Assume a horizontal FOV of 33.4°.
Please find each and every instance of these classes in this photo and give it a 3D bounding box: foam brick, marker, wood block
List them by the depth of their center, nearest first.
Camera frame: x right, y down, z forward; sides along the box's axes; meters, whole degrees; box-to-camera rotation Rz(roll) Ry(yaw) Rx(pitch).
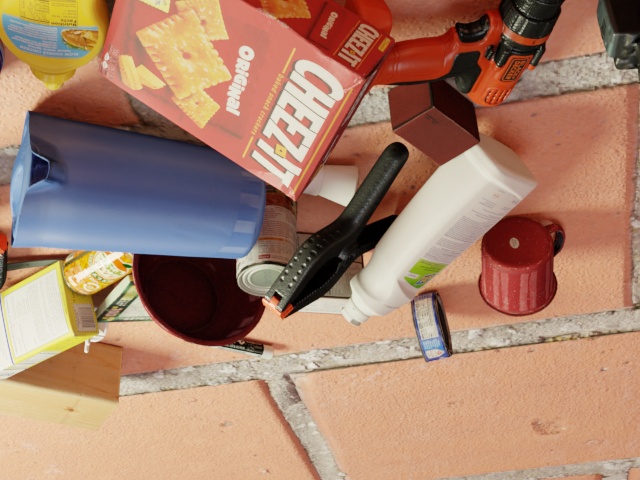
[{"bbox_3d":[0.111,-0.120,1.039,0.053,0.051,0.078,-29,138,31],"label":"foam brick"},{"bbox_3d":[-0.375,0.176,1.400,0.205,0.090,0.091,17,140,-25],"label":"wood block"},{"bbox_3d":[-0.120,0.139,1.425,0.121,0.020,0.020,14,142,-23],"label":"marker"}]

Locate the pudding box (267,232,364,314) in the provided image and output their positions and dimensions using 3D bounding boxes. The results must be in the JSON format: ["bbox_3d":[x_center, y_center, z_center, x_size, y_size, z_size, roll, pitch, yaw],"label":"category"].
[{"bbox_3d":[-0.006,0.038,1.225,0.113,0.090,0.039,3,144,-10],"label":"pudding box"}]

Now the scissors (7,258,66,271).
[{"bbox_3d":[-0.398,0.046,1.273,0.201,0.016,0.096,3,142,-7],"label":"scissors"}]

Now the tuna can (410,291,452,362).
[{"bbox_3d":[0.140,0.108,1.340,0.034,0.086,0.086,-14,144,12],"label":"tuna can"}]

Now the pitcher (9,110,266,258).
[{"bbox_3d":[-0.187,-0.047,1.074,0.242,0.149,0.145,7,127,-19],"label":"pitcher"}]

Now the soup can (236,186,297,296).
[{"bbox_3d":[-0.058,0.001,1.158,0.068,0.102,0.068,-2,146,-1],"label":"soup can"}]

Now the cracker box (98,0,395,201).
[{"bbox_3d":[-0.070,-0.152,0.888,0.213,0.072,0.164,33,139,1],"label":"cracker box"}]

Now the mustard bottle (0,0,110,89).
[{"bbox_3d":[-0.225,-0.197,0.898,0.096,0.058,0.192,5,144,-10],"label":"mustard bottle"}]

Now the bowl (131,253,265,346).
[{"bbox_3d":[-0.141,0.050,1.174,0.161,0.162,0.055,17,146,-26],"label":"bowl"}]

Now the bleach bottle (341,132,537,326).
[{"bbox_3d":[0.108,-0.001,1.126,0.251,0.068,0.102,-46,144,22],"label":"bleach bottle"}]

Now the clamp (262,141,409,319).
[{"bbox_3d":[0.025,0.007,1.126,0.210,0.036,0.164,-46,156,-11],"label":"clamp"}]

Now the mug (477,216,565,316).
[{"bbox_3d":[0.236,0.021,1.230,0.117,0.093,0.081,-31,142,-14],"label":"mug"}]

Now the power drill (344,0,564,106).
[{"bbox_3d":[0.111,-0.179,0.921,0.187,0.057,0.185,-4,150,-16],"label":"power drill"}]

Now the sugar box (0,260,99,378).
[{"bbox_3d":[-0.345,0.097,1.278,0.177,0.093,0.048,-25,162,34],"label":"sugar box"}]
